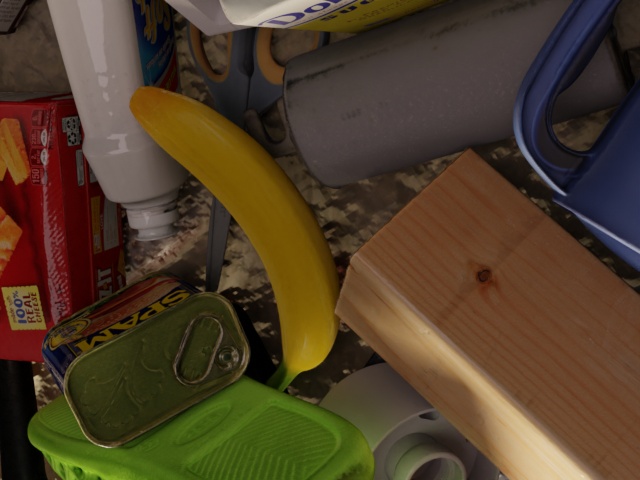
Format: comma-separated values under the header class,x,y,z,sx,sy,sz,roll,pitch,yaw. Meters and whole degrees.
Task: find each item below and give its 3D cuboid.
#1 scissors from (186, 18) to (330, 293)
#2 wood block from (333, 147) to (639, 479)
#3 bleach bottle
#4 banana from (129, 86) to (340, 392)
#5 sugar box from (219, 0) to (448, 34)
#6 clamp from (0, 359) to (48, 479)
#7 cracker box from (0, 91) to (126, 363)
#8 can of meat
class,x,y,z,sx,sy,sz,roll,pitch,yaw
scissors,-0.036,-0.063,0.633,0.096,0.016,0.202,-1,102,21
wood block,0.115,0.064,0.536,0.206,0.090,0.090,43,71,13
bleach bottle,-0.116,-0.125,0.616,0.068,0.102,0.251,-6,106,12
banana,-0.035,-0.003,0.590,0.069,0.037,0.198,-22,106,5
sugar box,0.025,-0.133,0.507,0.093,0.176,0.048,-18,95,23
clamp,-0.193,0.178,0.693,0.210,0.036,0.164,33,95,30
cracker box,-0.235,-0.013,0.690,0.214,0.072,0.164,3,102,21
can of meat,-0.103,0.063,0.610,0.102,0.084,0.057,-28,110,-18
